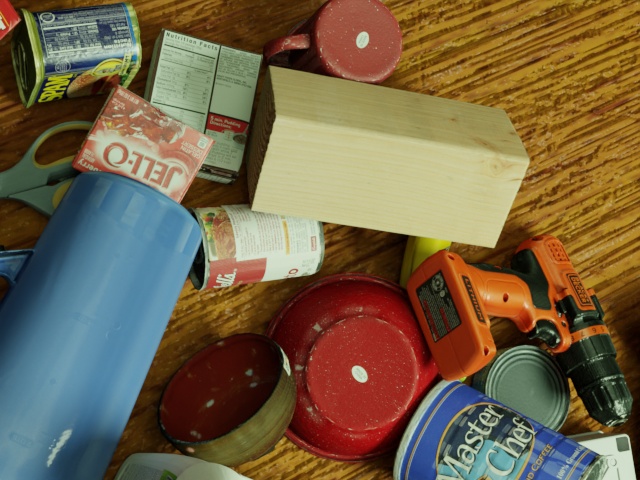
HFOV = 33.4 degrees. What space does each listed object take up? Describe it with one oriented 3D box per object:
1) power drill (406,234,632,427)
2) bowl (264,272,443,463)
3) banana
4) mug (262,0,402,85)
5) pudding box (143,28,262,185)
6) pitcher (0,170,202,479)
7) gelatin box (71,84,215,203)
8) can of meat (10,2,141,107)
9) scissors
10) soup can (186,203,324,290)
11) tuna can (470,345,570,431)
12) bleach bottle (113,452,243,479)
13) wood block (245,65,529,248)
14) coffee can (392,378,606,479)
[{"bbox_3d":[0.172,0.077,0.904,0.187,0.057,0.184,4,54,-40],"label":"power drill"},{"bbox_3d":[0.031,0.107,0.879,0.162,0.055,0.162,0,88,-7],"label":"bowl"},{"bbox_3d":[0.102,0.025,0.949,0.069,0.037,0.198,13,79,-39],"label":"banana"},{"bbox_3d":[0.009,-0.163,0.918,0.117,0.082,0.093,1,81,-19],"label":"mug"},{"bbox_3d":[-0.103,-0.112,0.895,0.090,0.039,0.113,13,76,-15],"label":"pudding box"},{"bbox_3d":[-0.191,0.070,0.778,0.145,0.149,0.242,15,70,24],"label":"pitcher"},{"bbox_3d":[-0.139,-0.069,0.841,0.089,0.030,0.073,30,92,-16],"label":"gelatin box"},{"bbox_3d":[-0.192,-0.146,0.836,0.083,0.102,0.057,-12,85,-23],"label":"can of meat"},{"bbox_3d":[-0.242,-0.026,0.829,0.201,0.016,0.096,-34,100,-30],"label":"scissors"},{"bbox_3d":[-0.056,0.001,0.878,0.102,0.069,0.068,-7,84,-21],"label":"soup can"},{"bbox_3d":[0.178,0.138,0.957,0.086,0.034,0.086,3,80,-19],"label":"tuna can"},{"bbox_3d":[-0.100,0.200,0.733,0.068,0.251,0.102,21,75,-15],"label":"bleach bottle"},{"bbox_3d":[0.050,-0.068,0.870,0.206,0.090,0.091,8,124,-12],"label":"wood block"},{"bbox_3d":[0.144,0.187,0.866,0.140,0.103,0.102,26,69,26],"label":"coffee can"}]
